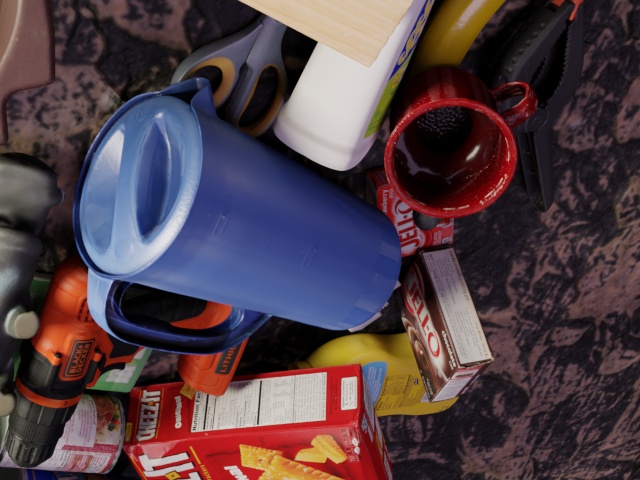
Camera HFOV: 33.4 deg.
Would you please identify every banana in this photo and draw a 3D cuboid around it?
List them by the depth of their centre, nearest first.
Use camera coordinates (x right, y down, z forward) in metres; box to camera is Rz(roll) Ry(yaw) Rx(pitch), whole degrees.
[{"bbox_3d":[0.123,-0.173,0.792,0.198,0.037,0.069,-45,131,17],"label":"banana"}]

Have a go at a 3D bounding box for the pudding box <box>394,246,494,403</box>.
[{"bbox_3d":[0.106,0.074,0.939,0.039,0.113,0.090,-12,155,-16],"label":"pudding box"}]

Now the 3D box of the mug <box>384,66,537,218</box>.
[{"bbox_3d":[0.102,-0.081,0.774,0.117,0.081,0.093,-30,115,17],"label":"mug"}]

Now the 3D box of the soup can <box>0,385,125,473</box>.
[{"bbox_3d":[-0.226,0.160,0.903,0.102,0.068,0.069,12,123,-34],"label":"soup can"}]

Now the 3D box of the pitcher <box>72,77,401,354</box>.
[{"bbox_3d":[-0.055,0.001,0.792,0.149,0.145,0.242,-32,145,30],"label":"pitcher"}]

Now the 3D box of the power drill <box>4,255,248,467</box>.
[{"bbox_3d":[-0.150,0.095,0.847,0.187,0.057,0.185,-2,125,-45],"label":"power drill"}]

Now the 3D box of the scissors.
[{"bbox_3d":[-0.048,-0.155,0.741,0.096,0.016,0.202,-3,130,-24],"label":"scissors"}]

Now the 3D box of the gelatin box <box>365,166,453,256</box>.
[{"bbox_3d":[0.077,-0.027,0.908,0.073,0.030,0.089,-15,134,-14],"label":"gelatin box"}]

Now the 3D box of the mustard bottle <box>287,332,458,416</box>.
[{"bbox_3d":[0.045,0.130,1.015,0.191,0.058,0.096,-3,132,-25],"label":"mustard bottle"}]

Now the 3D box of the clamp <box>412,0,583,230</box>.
[{"bbox_3d":[0.169,-0.101,0.871,0.164,0.036,0.210,-2,122,-44],"label":"clamp"}]

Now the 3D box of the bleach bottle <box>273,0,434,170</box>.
[{"bbox_3d":[0.052,-0.174,0.716,0.068,0.102,0.251,29,120,5],"label":"bleach bottle"}]

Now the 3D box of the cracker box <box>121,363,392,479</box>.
[{"bbox_3d":[-0.051,0.196,0.970,0.214,0.072,0.164,-7,136,10],"label":"cracker box"}]
